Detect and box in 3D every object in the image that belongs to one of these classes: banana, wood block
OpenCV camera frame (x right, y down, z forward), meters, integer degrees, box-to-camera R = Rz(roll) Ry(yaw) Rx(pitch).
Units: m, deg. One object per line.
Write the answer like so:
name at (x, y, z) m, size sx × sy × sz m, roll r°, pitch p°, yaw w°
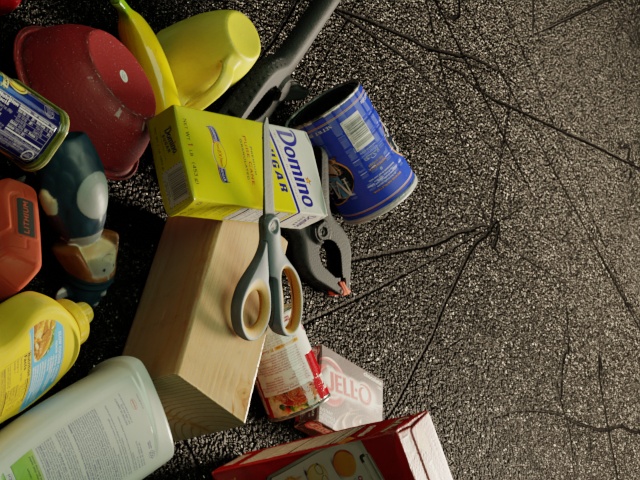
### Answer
banana at (-0.166, -0.142, 1.054) m, size 0.069 × 0.037 × 0.198 m, roll -24°, pitch 96°, yaw -68°
wood block at (-0.108, 0.068, 0.985) m, size 0.090 × 0.090 × 0.206 m, roll 43°, pitch 42°, yaw -34°

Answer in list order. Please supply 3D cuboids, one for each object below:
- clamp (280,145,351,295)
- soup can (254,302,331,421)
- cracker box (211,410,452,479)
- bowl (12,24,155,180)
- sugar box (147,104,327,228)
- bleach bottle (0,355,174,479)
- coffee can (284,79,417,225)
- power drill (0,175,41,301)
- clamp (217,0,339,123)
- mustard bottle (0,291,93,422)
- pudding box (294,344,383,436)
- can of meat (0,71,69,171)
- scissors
clamp at (-0.017, -0.010, 1.194) m, size 0.120 × 0.039 × 0.171 m, roll -24°, pitch 101°, yaw -34°
soup can at (-0.039, 0.122, 1.074) m, size 0.068 × 0.069 × 0.102 m, roll -25°, pitch 94°, yaw -56°
cracker box at (0.024, 0.256, 0.961) m, size 0.072 × 0.214 × 0.164 m, roll -20°, pitch 90°, yaw -56°
bowl at (-0.198, -0.136, 0.956) m, size 0.162 × 0.055 × 0.162 m, roll 50°, pitch 22°, yaw -28°
sugar box at (-0.072, -0.065, 0.984) m, size 0.175 × 0.048 × 0.093 m, roll 3°, pitch 68°, yaw -47°
bleach bottle at (-0.220, 0.175, 0.797) m, size 0.250 × 0.068 × 0.102 m, roll -25°, pitch 94°, yaw -54°
coffee can at (0.037, -0.104, 1.269) m, size 0.140 × 0.103 × 0.102 m, roll 57°, pitch 36°, yaw -18°
power drill at (-0.288, -0.031, 0.769) m, size 0.187 × 0.057 × 0.184 m, roll 41°, pitch 22°, yaw -41°
clamp at (-0.047, -0.184, 1.177) m, size 0.036 × 0.165 × 0.209 m, roll 32°, pitch 43°, yaw 10°
mustard bottle at (-0.235, 0.090, 0.798) m, size 0.191 × 0.058 × 0.096 m, roll -37°, pitch 146°, yaw -56°
pudding box at (0.021, 0.176, 1.158) m, size 0.113 × 0.039 × 0.090 m, roll 36°, pitch 46°, yaw -40°
can of meat at (-0.261, -0.108, 0.835) m, size 0.057 × 0.102 × 0.083 m, roll -55°, pitch 146°, yaw -2°
scissors at (-0.056, 0.001, 0.943) m, size 0.096 × 0.016 × 0.202 m, roll -35°, pitch 121°, yaw -44°
